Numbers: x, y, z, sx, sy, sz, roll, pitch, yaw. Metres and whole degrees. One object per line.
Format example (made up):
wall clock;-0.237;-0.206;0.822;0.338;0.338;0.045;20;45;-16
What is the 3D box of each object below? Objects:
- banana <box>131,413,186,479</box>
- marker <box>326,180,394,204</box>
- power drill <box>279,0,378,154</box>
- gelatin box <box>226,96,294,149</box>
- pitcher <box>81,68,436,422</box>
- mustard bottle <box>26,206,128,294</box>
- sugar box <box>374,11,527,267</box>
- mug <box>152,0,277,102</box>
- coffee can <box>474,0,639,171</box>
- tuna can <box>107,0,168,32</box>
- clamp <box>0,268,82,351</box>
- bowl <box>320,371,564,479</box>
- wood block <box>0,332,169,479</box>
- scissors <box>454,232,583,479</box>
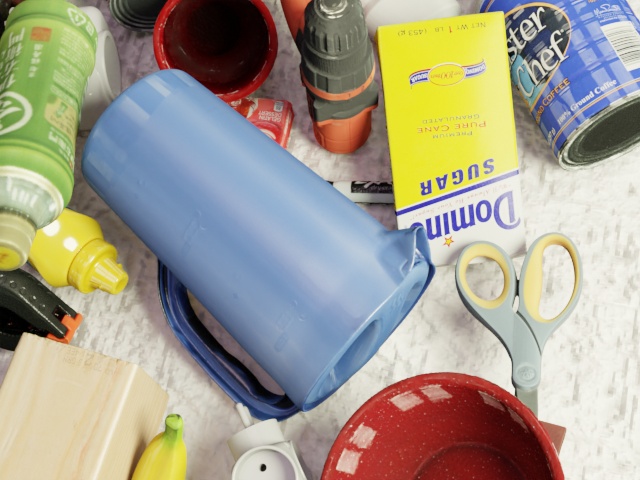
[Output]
banana;-0.126;0.211;0.710;0.037;0.069;0.198;12;79;11
marker;0.042;-0.037;0.815;0.121;0.020;0.020;2;69;7
power drill;-0.009;-0.176;0.786;0.057;0.184;0.188;-16;68;-5
gelatin box;-0.071;-0.077;0.837;0.089;0.030;0.073;8;71;10
pitcher;-0.055;0.001;0.746;0.243;0.145;0.149;41;71;14
mustard bottle;-0.221;-0.016;0.794;0.192;0.096;0.058;32;78;17
sugar box;0.094;-0.070;0.773;0.093;0.048;0.176;-7;92;3
mug;-0.079;-0.172;0.824;0.093;0.081;0.117;7;111;-8
coffee can;0.191;-0.138;0.794;0.103;0.103;0.140;-23;68;-3
tuna can;-0.133;-0.209;0.866;0.086;0.086;0.034;-20;67;-2
clamp;-0.264;0.045;0.789;0.171;0.120;0.039;27;51;-3
bowl;0.080;0.165;0.657;0.162;0.055;0.162;-11;68;27
wood block;-0.185;0.179;0.717;0.090;0.091;0.206;14;71;12
scissors;0.120;0.079;0.712;0.096;0.016;0.201;16;66;15
